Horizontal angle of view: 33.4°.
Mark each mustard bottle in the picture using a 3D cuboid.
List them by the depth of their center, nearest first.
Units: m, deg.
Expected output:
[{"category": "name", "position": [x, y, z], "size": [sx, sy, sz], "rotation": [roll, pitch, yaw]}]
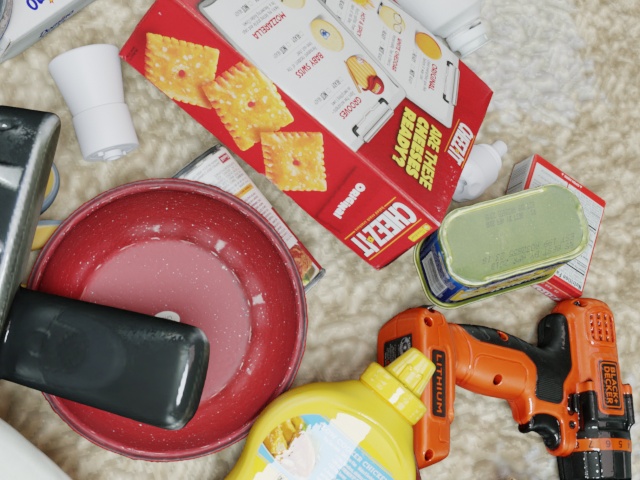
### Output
[{"category": "mustard bottle", "position": [-0.005, 0.136, 0.584], "size": [0.096, 0.058, 0.191], "rotation": [42, 86, -3]}]

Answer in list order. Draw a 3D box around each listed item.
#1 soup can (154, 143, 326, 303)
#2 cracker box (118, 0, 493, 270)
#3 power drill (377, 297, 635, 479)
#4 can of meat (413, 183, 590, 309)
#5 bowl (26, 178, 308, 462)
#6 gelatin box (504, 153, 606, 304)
[{"category": "soup can", "position": [-0.054, 0.001, 0.647], "size": [0.068, 0.069, 0.102], "rotation": [-41, 94, -33]}, {"category": "cracker box", "position": [-0.001, -0.107, 0.697], "size": [0.213, 0.072, 0.164], "rotation": [40, 43, -11]}, {"category": "power drill", "position": [0.129, 0.122, 0.715], "size": [0.187, 0.057, 0.184], "rotation": [10, 68, -28]}, {"category": "can of meat", "position": [0.120, 0.004, 0.712], "size": [0.102, 0.084, 0.057], "rotation": [-16, 80, -7]}, {"category": "bowl", "position": [-0.084, 0.045, 0.581], "size": [0.162, 0.055, 0.162], "rotation": [0, 89, -6]}, {"category": "gelatin box", "position": [0.169, -0.008, 0.797], "size": [0.073, 0.030, 0.089], "rotation": [31, 63, -17]}]
